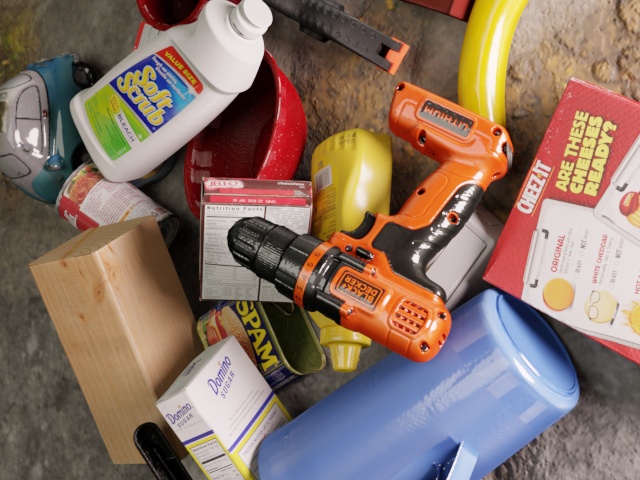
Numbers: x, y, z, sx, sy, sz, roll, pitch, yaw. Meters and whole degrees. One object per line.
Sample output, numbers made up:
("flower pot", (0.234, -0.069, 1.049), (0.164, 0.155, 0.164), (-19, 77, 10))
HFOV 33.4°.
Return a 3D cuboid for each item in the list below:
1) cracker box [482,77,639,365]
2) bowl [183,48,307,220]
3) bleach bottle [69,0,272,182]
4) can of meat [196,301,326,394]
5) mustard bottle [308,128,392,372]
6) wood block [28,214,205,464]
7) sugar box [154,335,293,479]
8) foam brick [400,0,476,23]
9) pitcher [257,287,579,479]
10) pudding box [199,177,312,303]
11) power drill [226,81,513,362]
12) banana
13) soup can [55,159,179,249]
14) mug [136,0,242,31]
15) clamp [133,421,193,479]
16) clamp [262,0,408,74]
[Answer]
("cracker box", (0.245, 0.002, 0.746), (0.214, 0.072, 0.164), (30, 106, 32))
("bowl", (-0.060, -0.087, 0.947), (0.162, 0.055, 0.162), (-29, 53, 48))
("bleach bottle", (-0.129, -0.145, 0.949), (0.251, 0.067, 0.102), (-32, 82, 45))
("can of meat", (-0.056, 0.091, 0.965), (0.084, 0.057, 0.102), (-35, 71, 32))
("mustard bottle", (0.022, 0.012, 0.874), (0.096, 0.058, 0.191), (152, 124, -61))
("wood block", (-0.172, 0.093, 0.982), (0.090, 0.090, 0.206), (-10, 107, 34))
("sugar box", (-0.058, 0.178, 0.904), (0.048, 0.093, 0.176), (-31, 99, 32))
("foam brick", (0.093, -0.213, 0.862), (0.078, 0.051, 0.053), (26, 104, 32))
("pitcher", (0.076, 0.152, 0.825), (0.243, 0.144, 0.149), (-41, 67, 25))
("pudding box", (-0.056, 0.001, 0.887), (0.039, 0.090, 0.113), (-94, 8, -50))
("power drill", (0.044, -0.023, 0.800), (0.184, 0.057, 0.187), (28, 78, 18))
("banana", (0.143, -0.154, 0.836), (0.070, 0.037, 0.198), (28, 106, 33))
("soup can", (-0.197, -0.024, 1.041), (0.102, 0.068, 0.069), (35, 110, 12))
("mug", (-0.101, -0.228, 0.978), (0.117, 0.081, 0.093), (31, 107, 33))
("clamp", (-0.097, 0.258, 0.934), (0.165, 0.036, 0.210), (42, 154, 36))
("clamp", (-0.001, -0.192, 0.914), (0.171, 0.120, 0.039), (33, 106, 9))
